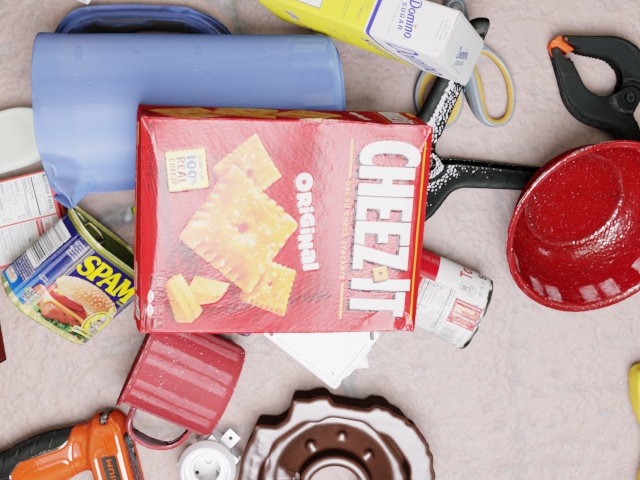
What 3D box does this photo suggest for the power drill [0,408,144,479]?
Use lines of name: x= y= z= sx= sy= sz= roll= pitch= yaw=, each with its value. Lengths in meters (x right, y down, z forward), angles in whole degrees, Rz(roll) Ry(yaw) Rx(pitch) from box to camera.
power drill: x=-0.243 y=0.228 z=0.904 sx=0.187 sy=0.057 sz=0.184 roll=-12 pitch=93 yaw=-2

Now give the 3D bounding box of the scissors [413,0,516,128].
scissors: x=0.101 y=-0.183 z=0.918 sx=0.096 sy=0.016 sz=0.202 roll=-26 pitch=94 yaw=0

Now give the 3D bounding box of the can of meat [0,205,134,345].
can of meat: x=-0.199 y=0.031 z=0.878 sx=0.084 sy=0.102 sz=0.057 roll=-41 pitch=51 yaw=3

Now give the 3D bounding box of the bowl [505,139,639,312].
bowl: x=0.223 y=-0.021 z=0.894 sx=0.162 sy=0.055 sz=0.162 roll=-6 pitch=122 yaw=-10

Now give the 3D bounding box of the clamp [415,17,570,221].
clamp: x=0.099 y=-0.064 z=0.909 sx=0.210 sy=0.036 sz=0.164 roll=-37 pitch=104 yaw=7

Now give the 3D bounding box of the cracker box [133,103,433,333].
cracker box: x=-0.031 y=-0.015 z=0.799 sx=0.213 sy=0.072 sz=0.164 roll=1 pitch=105 yaw=-11

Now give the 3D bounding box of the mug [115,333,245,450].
mug: x=-0.119 y=0.122 z=0.890 sx=0.081 sy=0.093 sz=0.117 roll=25 pitch=94 yaw=-8

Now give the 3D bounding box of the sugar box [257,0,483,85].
sugar box: x=0.035 y=-0.178 z=0.848 sx=0.176 sy=0.093 sz=0.048 roll=26 pitch=94 yaw=21

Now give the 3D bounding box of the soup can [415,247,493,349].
soup can: x=0.086 y=0.043 z=0.903 sx=0.102 sy=0.068 sz=0.068 roll=24 pitch=92 yaw=-4

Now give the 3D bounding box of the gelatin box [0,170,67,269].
gelatin box: x=-0.260 y=-0.015 z=0.906 sx=0.089 sy=0.030 sz=0.073 roll=-14 pitch=92 yaw=-2

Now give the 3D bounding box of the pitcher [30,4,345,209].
pitcher: x=-0.107 y=-0.116 z=0.866 sx=0.242 sy=0.145 sz=0.149 roll=-4 pitch=105 yaw=-6

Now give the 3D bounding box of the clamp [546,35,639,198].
clamp: x=0.274 y=-0.126 z=0.917 sx=0.120 sy=0.039 sz=0.171 roll=-44 pitch=94 yaw=-1
